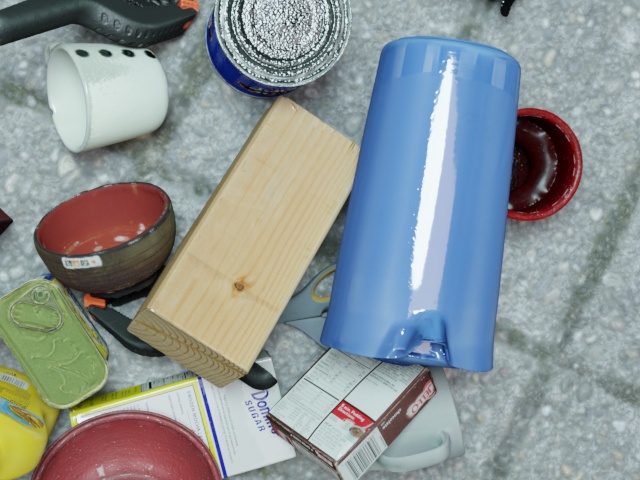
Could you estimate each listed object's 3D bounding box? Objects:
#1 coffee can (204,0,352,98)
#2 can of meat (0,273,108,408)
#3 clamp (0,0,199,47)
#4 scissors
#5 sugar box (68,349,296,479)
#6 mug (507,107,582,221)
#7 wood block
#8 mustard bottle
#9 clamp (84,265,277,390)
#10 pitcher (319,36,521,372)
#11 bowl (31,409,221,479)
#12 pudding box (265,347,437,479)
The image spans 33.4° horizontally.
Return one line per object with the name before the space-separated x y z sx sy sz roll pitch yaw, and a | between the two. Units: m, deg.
coffee can | -0.037 -0.168 0.845 0.102 0.140 0.103 -1 94 -9
can of meat | -0.215 0.077 0.866 0.057 0.084 0.102 -32 98 -5
clamp | -0.191 -0.204 0.831 0.209 0.036 0.165 -1 54 -45
scissors | -0.031 0.079 0.928 0.201 0.016 0.096 -22 97 -6
sugar box | -0.117 0.161 0.907 0.176 0.048 0.093 -14 97 -11
mug | 0.154 -0.060 0.911 0.117 0.081 0.093 -23 97 -6
wood block | -0.056 0.001 0.845 0.090 0.090 0.206 34 67 -8
mustard bottle | -0.255 0.142 0.811 0.096 0.192 0.058 23 91 -9
clamp | -0.109 0.069 0.888 0.171 0.039 0.120 -5 62 -2
pitcher | 0.080 -0.026 0.824 0.144 0.149 0.243 8 91 -51
bowl | -0.155 0.221 0.855 0.162 0.055 0.162 -2 99 -11
pudding box | 0.025 0.132 0.874 0.113 0.090 0.039 -43 135 -20
